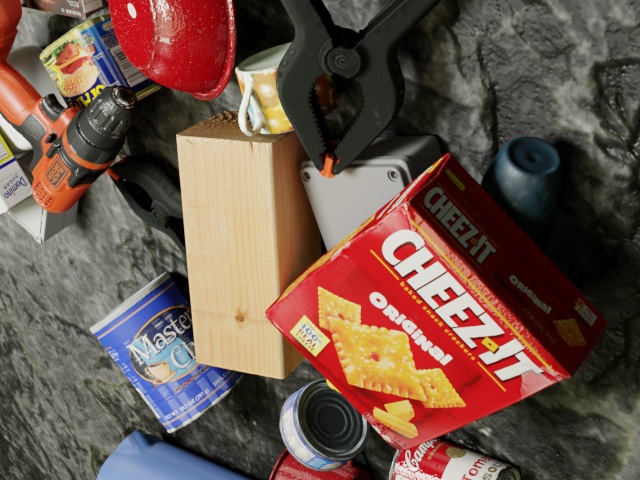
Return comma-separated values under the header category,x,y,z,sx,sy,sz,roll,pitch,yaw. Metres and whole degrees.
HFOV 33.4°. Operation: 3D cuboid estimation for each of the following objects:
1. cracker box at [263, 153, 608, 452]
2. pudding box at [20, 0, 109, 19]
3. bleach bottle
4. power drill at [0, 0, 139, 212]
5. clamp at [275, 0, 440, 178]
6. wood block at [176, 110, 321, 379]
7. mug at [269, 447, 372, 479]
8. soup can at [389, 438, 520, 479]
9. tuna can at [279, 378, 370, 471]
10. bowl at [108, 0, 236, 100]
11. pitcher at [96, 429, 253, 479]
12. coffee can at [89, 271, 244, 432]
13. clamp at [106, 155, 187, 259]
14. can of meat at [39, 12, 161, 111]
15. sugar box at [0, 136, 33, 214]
category,x,y,z,sx,sy,sz,roll,pitch,yaw
cracker box,0.075,0.058,0.790,0.164,0.072,0.214,46,142,-3
pudding box,-0.248,-0.257,0.977,0.114,0.039,0.090,16,129,34
bleach bottle,-0.366,-0.138,1.168,0.251,0.068,0.102,-5,114,48
power drill,-0.256,-0.135,0.977,0.187,0.057,0.185,53,134,4
clamp,0.008,-0.142,0.761,0.164,0.036,0.210,16,127,0
wood block,-0.056,0.001,0.912,0.091,0.090,0.206,8,113,23
mug,0.004,0.253,1.111,0.082,0.093,0.117,15,93,29
soup can,0.123,0.223,0.978,0.102,0.068,0.068,15,129,35
tuna can,0.005,0.179,1.042,0.086,0.086,0.034,49,140,2
bowl,-0.129,-0.188,0.862,0.162,0.055,0.162,36,135,48
pitcher,-0.142,0.334,1.276,0.243,0.145,0.149,11,159,34
coffee can,-0.164,0.119,1.143,0.140,0.102,0.103,54,141,-5
clamp,-0.142,-0.034,1.052,0.171,0.039,0.120,41,139,12
can of meat,-0.210,-0.159,1.005,0.102,0.057,0.084,-16,106,49
sugar box,-0.372,-0.107,1.109,0.094,0.048,0.176,-11,115,53
